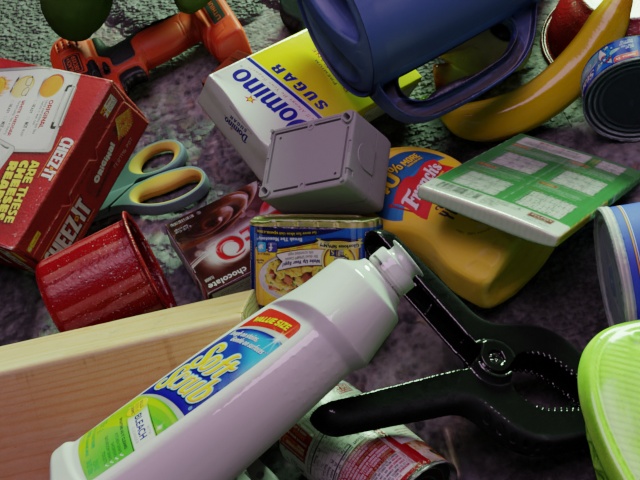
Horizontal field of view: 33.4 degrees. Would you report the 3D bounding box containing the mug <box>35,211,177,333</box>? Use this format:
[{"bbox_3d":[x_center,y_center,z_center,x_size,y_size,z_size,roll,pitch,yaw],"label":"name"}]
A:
[{"bbox_3d":[-0.162,0.047,0.827,0.081,0.093,0.117,-27,84,-2],"label":"mug"}]

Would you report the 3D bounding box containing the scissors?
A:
[{"bbox_3d":[-0.197,-0.041,0.953,0.202,0.016,0.096,-12,46,5],"label":"scissors"}]

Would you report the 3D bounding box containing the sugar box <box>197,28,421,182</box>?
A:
[{"bbox_3d":[-0.007,-0.129,0.908,0.175,0.048,0.093,-32,78,-34],"label":"sugar box"}]

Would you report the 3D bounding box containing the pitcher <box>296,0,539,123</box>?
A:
[{"bbox_3d":[0.111,-0.212,0.857,0.242,0.149,0.145,-26,41,-12],"label":"pitcher"}]

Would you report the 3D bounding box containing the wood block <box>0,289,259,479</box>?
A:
[{"bbox_3d":[-0.139,0.106,0.735,0.206,0.091,0.090,-13,8,4],"label":"wood block"}]

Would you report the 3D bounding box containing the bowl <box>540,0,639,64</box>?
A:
[{"bbox_3d":[0.275,-0.202,0.939,0.162,0.055,0.162,-8,49,9],"label":"bowl"}]

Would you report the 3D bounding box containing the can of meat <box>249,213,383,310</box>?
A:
[{"bbox_3d":[-0.003,0.024,0.785,0.102,0.084,0.057,1,7,17],"label":"can of meat"}]

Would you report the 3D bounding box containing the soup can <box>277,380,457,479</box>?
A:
[{"bbox_3d":[0.029,0.143,0.693,0.068,0.068,0.102,-40,51,-20],"label":"soup can"}]

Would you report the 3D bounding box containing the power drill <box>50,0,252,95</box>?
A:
[{"bbox_3d":[-0.162,-0.164,1.023,0.187,0.057,0.184,-23,48,-6],"label":"power drill"}]

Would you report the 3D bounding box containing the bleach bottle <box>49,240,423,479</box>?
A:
[{"bbox_3d":[-0.046,0.088,0.643,0.251,0.068,0.103,-39,21,-1],"label":"bleach bottle"}]

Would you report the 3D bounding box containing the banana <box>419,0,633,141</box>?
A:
[{"bbox_3d":[0.183,-0.134,0.891,0.198,0.069,0.037,-29,17,6],"label":"banana"}]

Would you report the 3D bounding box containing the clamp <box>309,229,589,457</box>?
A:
[{"bbox_3d":[0.105,0.076,0.699,0.210,0.036,0.164,15,50,-5],"label":"clamp"}]

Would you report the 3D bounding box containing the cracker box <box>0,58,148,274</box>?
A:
[{"bbox_3d":[-0.276,-0.070,0.928,0.214,0.072,0.164,16,71,33],"label":"cracker box"}]

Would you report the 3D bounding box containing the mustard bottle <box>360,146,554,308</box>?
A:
[{"bbox_3d":[0.084,-0.026,0.834,0.192,0.058,0.096,31,62,35],"label":"mustard bottle"}]

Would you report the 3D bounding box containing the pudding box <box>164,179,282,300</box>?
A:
[{"bbox_3d":[-0.056,0.001,0.861,0.113,0.039,0.090,-28,48,-11],"label":"pudding box"}]
